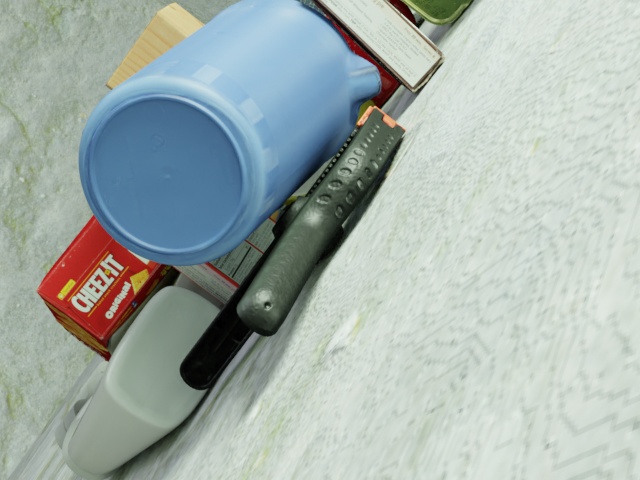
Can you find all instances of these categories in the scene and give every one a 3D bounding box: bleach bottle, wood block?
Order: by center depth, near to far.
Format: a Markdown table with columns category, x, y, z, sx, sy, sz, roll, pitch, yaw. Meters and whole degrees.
| category | x | y | z | sx | sy | sz | roll | pitch | yaw |
| --- | --- | --- | --- | --- | --- | --- | --- | --- | --- |
| bleach bottle | -0.146 | 0.124 | 0.818 | 0.102 | 0.068 | 0.251 | -58 | 7 | -31 |
| wood block | -0.089 | -0.127 | 1.029 | 0.091 | 0.206 | 0.090 | -51 | 8 | 15 |

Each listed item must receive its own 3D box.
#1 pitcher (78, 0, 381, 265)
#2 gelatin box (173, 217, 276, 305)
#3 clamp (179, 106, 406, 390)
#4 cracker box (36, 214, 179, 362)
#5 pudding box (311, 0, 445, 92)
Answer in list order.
| category | x | y | z | sx | sy | sz | roll | pitch | yaw |
| --- | --- | --- | --- | --- | --- | --- | --- | --- | --- |
| pitcher | -0.068 | -0.072 | 0.679 | 0.149 | 0.145 | 0.242 | -50 | 3 | 23 |
| gelatin box | -0.068 | 0.004 | 0.773 | 0.030 | 0.089 | 0.073 | -46 | 11 | 45 |
| clamp | -0.014 | 0.001 | 0.660 | 0.209 | 0.036 | 0.165 | -56 | 6 | -33 |
| cracker box | -0.155 | 0.015 | 0.909 | 0.164 | 0.072 | 0.214 | -53 | -1 | -14 |
| pudding box | 0.036 | -0.161 | 0.786 | 0.039 | 0.113 | 0.090 | -49 | 9 | 9 |
